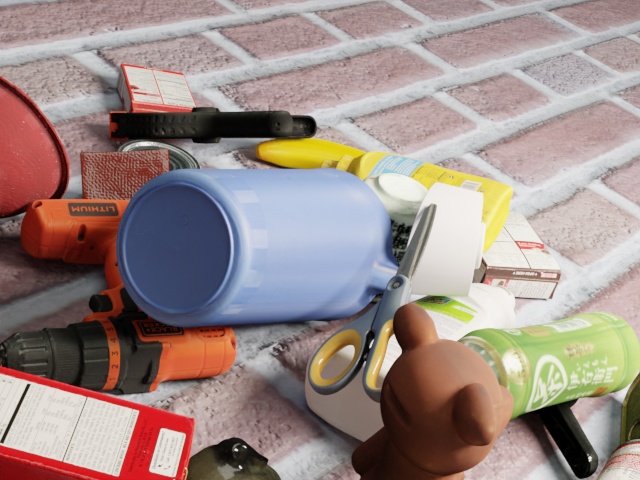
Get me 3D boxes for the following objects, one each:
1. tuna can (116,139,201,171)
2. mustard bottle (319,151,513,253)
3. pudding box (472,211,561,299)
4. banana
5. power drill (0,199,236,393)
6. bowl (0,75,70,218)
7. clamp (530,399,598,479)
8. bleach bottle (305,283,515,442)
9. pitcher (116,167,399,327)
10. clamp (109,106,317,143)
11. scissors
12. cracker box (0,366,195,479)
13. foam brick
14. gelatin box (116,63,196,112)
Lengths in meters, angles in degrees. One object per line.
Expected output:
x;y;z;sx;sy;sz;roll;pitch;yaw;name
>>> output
-0.158;-0.062;1.024;0.086;0.034;0.086;13;32;-9;tuna can
0.088;-0.047;1.065;0.192;0.058;0.096;18;38;19;mustard bottle
0.182;0.011;1.089;0.090;0.039;0.113;3;33;-20;pudding box
0.030;-0.074;1.139;0.198;0.037;0.069;24;32;8;banana
-0.177;0.043;0.836;0.184;0.057;0.188;1;39;-33;power drill
-0.288;-0.070;0.870;0.162;0.162;0.055;23;49;7;bowl
0.190;0.134;0.906;0.120;0.039;0.171;32;33;11;clamp
0.099;0.089;0.897;0.103;0.068;0.250;21;27;33;bleach bottle
-0.055;0.001;0.825;0.242;0.149;0.145;0;69;-65;pitcher
-0.110;-0.115;1.060;0.210;0.036;0.164;0;4;1;clamp
0.042;0.048;0.812;0.096;0.016;0.201;-18;35;22;scissors
-0.190;0.148;0.567;0.213;0.164;0.072;16;30;-6;cracker box
-0.172;-0.046;0.947;0.078;0.051;0.053;-2;70;-9;foam brick
-0.179;-0.155;1.160;0.073;0.030;0.089;5;35;-24;gelatin box
